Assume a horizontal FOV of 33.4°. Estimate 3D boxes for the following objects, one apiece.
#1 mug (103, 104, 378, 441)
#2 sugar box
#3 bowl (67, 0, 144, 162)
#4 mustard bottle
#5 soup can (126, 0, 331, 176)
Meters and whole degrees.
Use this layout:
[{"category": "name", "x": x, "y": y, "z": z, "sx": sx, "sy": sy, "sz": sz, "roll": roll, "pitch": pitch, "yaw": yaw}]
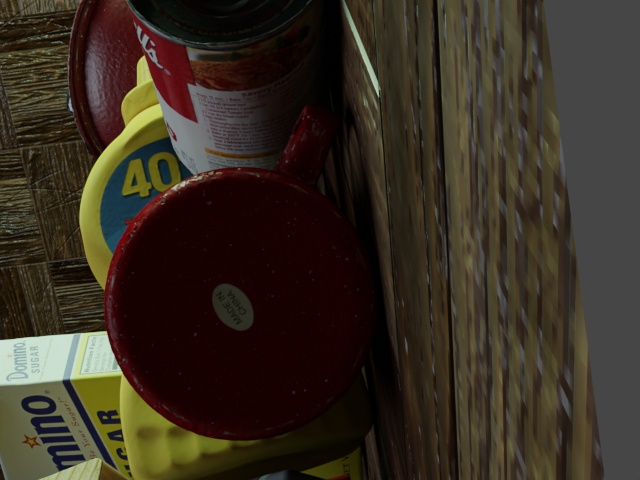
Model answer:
[{"category": "mug", "x": -0.021, "y": 0.010, "z": 0.349, "sx": 0.117, "sy": 0.093, "sz": 0.081, "roll": -63, "pitch": 4, "yaw": -5}, {"category": "sugar box", "x": -0.069, "y": 0.089, "z": 0.530, "sx": 0.048, "sy": 0.176, "sz": 0.093, "roll": -100, "pitch": 3, "yaw": -59}, {"category": "bowl", "x": -0.059, "y": -0.096, "z": 0.599, "sx": 0.055, "sy": 0.161, "sz": 0.162, "roll": 17, "pitch": 123, "yaw": 41}, {"category": "mustard bottle", "x": -0.049, "y": 0.004, "z": 0.447, "sx": 0.058, "sy": 0.096, "sz": 0.192, "roll": 105, "pitch": 151, "yaw": -65}, {"category": "soup can", "x": -0.029, "y": -0.068, "z": 0.387, "sx": 0.102, "sy": 0.068, "sz": 0.068, "roll": 85, "pitch": 177, "yaw": -65}]
